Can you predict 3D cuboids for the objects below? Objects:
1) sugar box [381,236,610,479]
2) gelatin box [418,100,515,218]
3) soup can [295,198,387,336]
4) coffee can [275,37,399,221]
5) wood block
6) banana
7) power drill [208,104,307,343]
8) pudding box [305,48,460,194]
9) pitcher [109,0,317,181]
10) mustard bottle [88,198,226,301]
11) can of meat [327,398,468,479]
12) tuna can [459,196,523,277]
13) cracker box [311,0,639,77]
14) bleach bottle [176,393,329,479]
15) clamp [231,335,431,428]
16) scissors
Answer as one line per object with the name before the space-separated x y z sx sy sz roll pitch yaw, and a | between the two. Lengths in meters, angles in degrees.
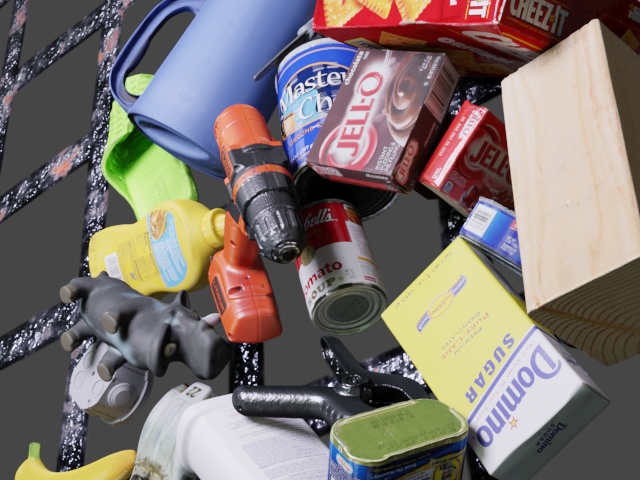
sugar box | 0.123 0.085 0.786 0.093 0.048 0.176 -48 40 11
gelatin box | 0.128 -0.056 0.838 0.030 0.089 0.073 32 90 50
soup can | 0.014 0.023 0.920 0.069 0.068 0.102 -37 44 22
coffee can | 0.014 -0.099 0.971 0.103 0.102 0.140 -31 47 28
wood block | 0.189 -0.035 0.716 0.090 0.090 0.206 -33 41 36
banana | -0.257 0.239 1.077 0.198 0.037 0.069 -6 62 43
power drill | -0.056 0.001 0.934 0.184 0.057 0.188 -110 22 -45
pudding box | 0.050 -0.097 0.852 0.090 0.039 0.113 13 70 40
pitcher | -0.096 -0.197 1.117 0.145 0.149 0.242 18 75 46
mustard bottle | -0.153 0.010 1.094 0.192 0.058 0.096 -22 79 34
can of meat | 0.052 0.164 0.740 0.058 0.101 0.084 38 131 50
tuna can | 0.146 0.004 0.785 0.086 0.086 0.034 34 92 50
cracker box | 0.123 -0.176 0.853 0.214 0.163 0.072 14 92 51
bleach bottle | -0.014 0.207 0.805 0.251 0.102 0.068 40 131 49
clamp | 0.016 0.126 0.833 0.120 0.039 0.172 -28 28 -31
scissors | -0.012 -0.200 1.056 0.201 0.016 0.096 -49 -3 -24
